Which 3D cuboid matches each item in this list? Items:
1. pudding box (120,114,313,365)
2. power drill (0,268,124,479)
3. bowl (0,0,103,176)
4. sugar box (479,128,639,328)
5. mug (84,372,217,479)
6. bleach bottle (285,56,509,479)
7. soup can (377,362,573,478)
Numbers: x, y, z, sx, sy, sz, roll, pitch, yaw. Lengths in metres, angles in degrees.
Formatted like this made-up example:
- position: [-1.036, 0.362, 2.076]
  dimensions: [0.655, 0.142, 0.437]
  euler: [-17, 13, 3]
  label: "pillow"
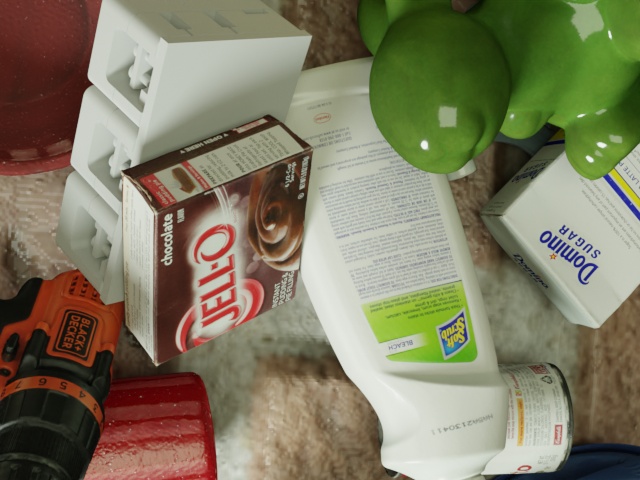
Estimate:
- position: [-0.053, 0.001, 0.539]
  dimensions: [0.089, 0.039, 0.113]
  euler: [-26, 142, -30]
  label: "pudding box"
- position: [-0.192, 0.058, 0.505]
  dimensions: [0.187, 0.184, 0.057]
  euler: [21, 119, -13]
  label: "power drill"
- position: [-0.166, -0.117, 0.574]
  dimensions: [0.162, 0.055, 0.162]
  euler: [-3, 100, -16]
  label: "bowl"
- position: [0.186, -0.042, 0.636]
  dimensions: [0.176, 0.048, 0.093]
  euler: [-43, 102, -7]
  label: "sugar box"
- position: [-0.102, 0.129, 0.596]
  dimensions: [0.081, 0.093, 0.117]
  euler: [-5, 80, -14]
  label: "mug"
- position: [0.035, 0.029, 0.583]
  dimensions: [0.102, 0.068, 0.251]
  euler: [-14, 79, -8]
  label: "bleach bottle"
- position: [0.091, 0.106, 0.638]
  dimensions: [0.102, 0.068, 0.068]
  euler: [1, 96, -10]
  label: "soup can"
